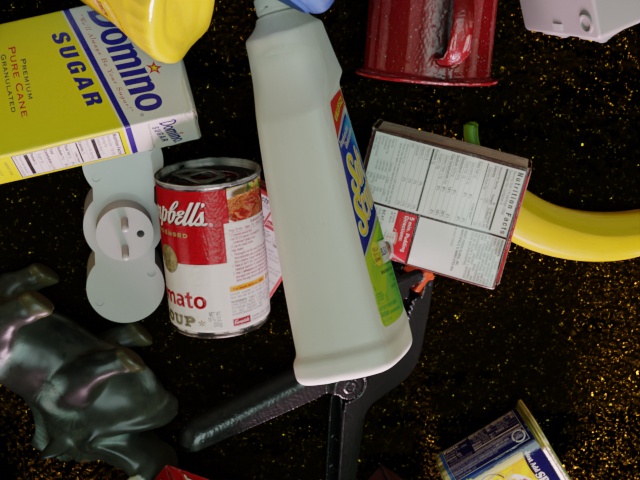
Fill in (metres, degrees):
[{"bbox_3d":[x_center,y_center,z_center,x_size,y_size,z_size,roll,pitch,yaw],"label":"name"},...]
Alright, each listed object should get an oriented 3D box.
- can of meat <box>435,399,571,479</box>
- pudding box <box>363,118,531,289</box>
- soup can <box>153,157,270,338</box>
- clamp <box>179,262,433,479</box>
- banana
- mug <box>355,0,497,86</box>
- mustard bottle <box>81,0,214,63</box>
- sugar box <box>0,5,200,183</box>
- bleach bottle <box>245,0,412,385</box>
[{"bbox_3d":[0.149,0.190,0.838,0.084,0.057,0.102,-32,112,4],"label":"can of meat"},{"bbox_3d":[0.080,-0.025,0.738,0.113,0.039,0.090,16,106,6],"label":"pudding box"},{"bbox_3d":[-0.069,0.004,0.689,0.068,0.068,0.102,-6,109,-9],"label":"soup can"},{"bbox_3d":[0.018,0.108,0.787,0.210,0.036,0.164,-48,125,-1],"label":"clamp"},{"bbox_3d":[0.180,-0.020,0.779,0.197,0.037,0.070,20,106,-17],"label":"banana"},{"bbox_3d":[0.073,-0.142,0.675,0.093,0.117,0.081,2,104,-8],"label":"mug"},{"bbox_3d":[-0.151,-0.183,0.615,0.192,0.096,0.058,37,80,10],"label":"mustard bottle"},{"bbox_3d":[-0.170,-0.090,0.657,0.176,0.048,0.093,-16,71,-4],"label":"sugar box"},{"bbox_3d":[-0.004,-0.042,0.682,0.068,0.102,0.251,-13,93,17],"label":"bleach bottle"}]
